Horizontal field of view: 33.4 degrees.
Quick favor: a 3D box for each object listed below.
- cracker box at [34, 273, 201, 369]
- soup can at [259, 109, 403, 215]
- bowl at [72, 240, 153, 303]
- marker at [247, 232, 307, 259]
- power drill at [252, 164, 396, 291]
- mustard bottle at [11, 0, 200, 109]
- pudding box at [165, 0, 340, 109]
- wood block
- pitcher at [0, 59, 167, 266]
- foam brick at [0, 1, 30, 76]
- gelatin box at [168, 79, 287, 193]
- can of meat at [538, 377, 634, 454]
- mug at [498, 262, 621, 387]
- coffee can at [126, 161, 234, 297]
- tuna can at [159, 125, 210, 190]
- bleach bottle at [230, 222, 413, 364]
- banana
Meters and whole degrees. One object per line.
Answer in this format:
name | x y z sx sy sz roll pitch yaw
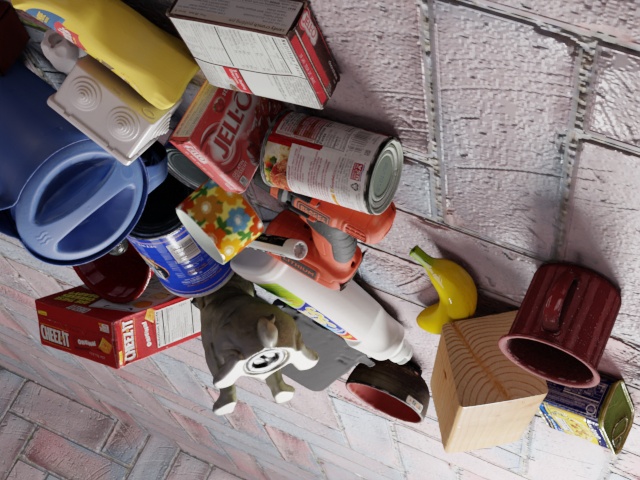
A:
cracker box | -0.232 0.092 1.386 0.164 0.213 0.072 9 110 41
soup can | 0.010 -0.066 0.893 0.102 0.068 0.068 17 157 24
bowl | -0.245 -0.007 1.303 0.162 0.055 0.162 15 116 34
marker | -0.057 0.001 1.050 0.121 0.020 0.020 12 156 51
power drill | -0.020 -0.029 1.031 0.184 0.057 0.188 30 161 10
mustard bottle | -0.189 -0.183 0.867 0.191 0.058 0.096 35 178 -17
pudding box | -0.050 -0.149 0.812 0.114 0.039 0.090 15 156 26
wood block | 0.174 0.157 1.146 0.090 0.091 0.206 -10 157 -2
pitcher | -0.272 -0.093 1.035 0.243 0.145 0.149 40 -176 38
foam brick | -0.329 -0.200 1.014 0.078 0.053 0.051 21 159 18
gelatin box | -0.075 -0.096 0.893 0.030 0.089 0.073 5 150 46
can of meat | 0.285 0.180 1.155 0.084 0.057 0.102 16 156 34
mug | 0.213 0.067 0.938 0.093 0.081 0.117 17 157 27
coffee can | -0.157 -0.012 1.177 0.103 0.102 0.140 18 158 23
tuna can | -0.116 -0.079 1.065 0.086 0.033 0.086 24 159 9
bleach bottle | 0.019 0.072 1.219 0.250 0.068 0.103 37 163 -29
banana | 0.129 0.060 1.098 0.070 0.037 0.198 39 163 22
